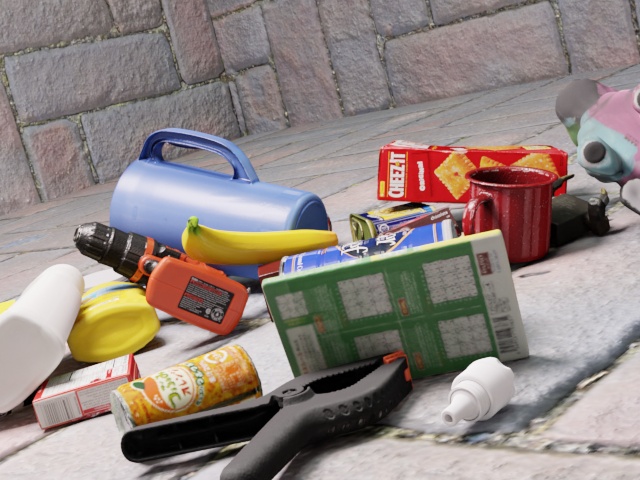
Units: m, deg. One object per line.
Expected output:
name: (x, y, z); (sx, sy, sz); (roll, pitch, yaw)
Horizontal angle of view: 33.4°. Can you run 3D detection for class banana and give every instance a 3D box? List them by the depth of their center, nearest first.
banana: (-0.072, 0.005, 1.119); (0.197, 0.037, 0.070); (4, -15, -41)

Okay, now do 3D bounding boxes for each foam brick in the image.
foam brick: (-0.022, 0.046, 1.109); (0.078, 0.051, 0.053); (-14, 11, 1)

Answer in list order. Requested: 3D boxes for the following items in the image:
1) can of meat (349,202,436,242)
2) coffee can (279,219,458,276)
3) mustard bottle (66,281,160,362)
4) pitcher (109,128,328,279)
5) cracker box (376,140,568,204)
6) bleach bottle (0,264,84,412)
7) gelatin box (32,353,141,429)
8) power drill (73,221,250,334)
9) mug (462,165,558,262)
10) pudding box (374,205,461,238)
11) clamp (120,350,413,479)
can of meat: (0.088, -0.010, 1.245); (0.084, 0.057, 0.102); (-14, 11, -11)
coffee can: (0.048, 0.048, 0.860); (0.140, 0.103, 0.102); (-13, 10, 10)
mustard bottle: (-0.233, 0.083, 1.181); (0.096, 0.058, 0.192); (-22, 12, -10)
pitcher: (-0.118, -0.030, 1.263); (0.243, 0.149, 0.145); (10, 61, 25)
cracker box: (0.181, -0.082, 1.283); (0.214, 0.072, 0.164); (3, 7, 8)
bleach bottle: (-0.275, 0.074, 1.052); (0.103, 0.068, 0.251); (-45, 12, 12)
gelatin box: (-0.205, 0.134, 0.950); (0.089, 0.030, 0.073); (-16, 9, -6)
power drill: (-0.165, 0.035, 1.133); (0.184, 0.057, 0.188); (22, 2, -22)
mug: (0.183, -0.024, 1.071); (0.093, 0.081, 0.117); (13, 21, 42)
pudding box: (0.079, 0.010, 1.099); (0.089, 0.039, 0.114); (-21, -11, -29)
clamp: (-0.027, 0.122, 0.745); (0.209, 0.036, 0.165); (-20, 12, -38)
